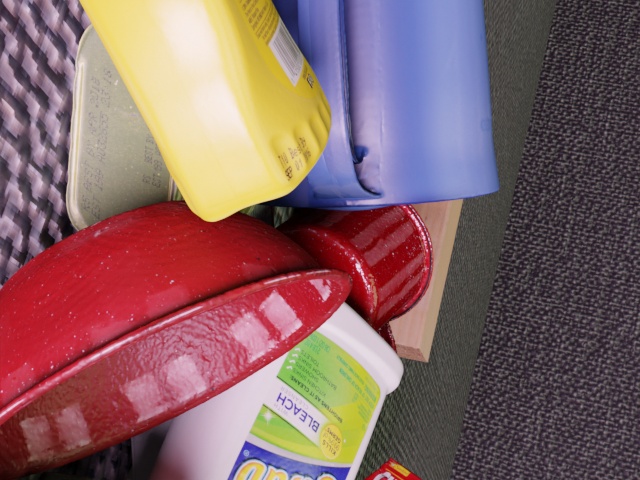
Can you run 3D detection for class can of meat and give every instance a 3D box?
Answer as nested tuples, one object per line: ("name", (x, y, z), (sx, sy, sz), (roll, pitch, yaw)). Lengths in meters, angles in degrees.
("can of meat", (-0.066, -0.051, 0.468), (0.083, 0.057, 0.102), (-31, 130, -67))

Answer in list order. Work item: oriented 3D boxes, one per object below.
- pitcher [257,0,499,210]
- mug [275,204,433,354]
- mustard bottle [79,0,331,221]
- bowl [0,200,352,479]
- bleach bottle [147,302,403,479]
("pitcher", (0.020, -0.136, 0.537), (0.144, 0.149, 0.243), (-8, 100, -29))
("mug", (0.013, 0.030, 0.618), (0.081, 0.093, 0.117), (-35, 108, -60))
("mustard bottle", (-0.059, -0.107, 0.350), (0.096, 0.058, 0.191), (-79, 146, -61))
("bowl", (-0.071, 0.031, 0.408), (0.055, 0.162, 0.162), (62, 7, 14))
("bleach bottle", (-0.039, 0.139, 0.485), (0.102, 0.068, 0.250), (45, 49, -30))
